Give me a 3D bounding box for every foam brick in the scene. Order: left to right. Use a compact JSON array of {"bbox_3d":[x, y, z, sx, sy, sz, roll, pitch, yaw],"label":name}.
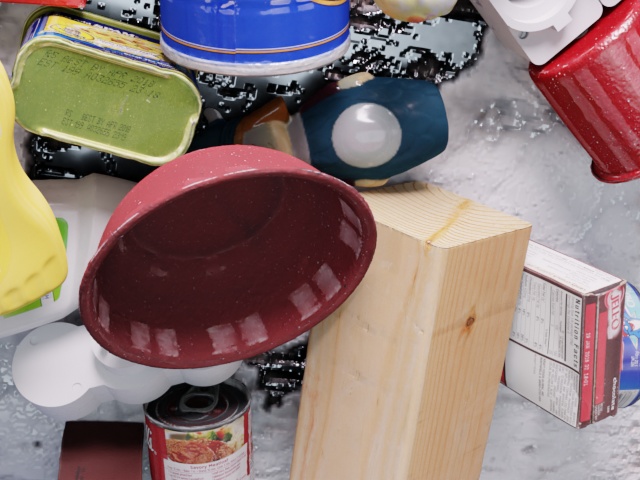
[{"bbox_3d":[-0.139,0.156,0.673,0.053,0.078,0.051,5,111,-10],"label":"foam brick"}]

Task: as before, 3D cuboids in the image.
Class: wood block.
[{"bbox_3d":[0.051,0.079,0.652,0.090,0.090,0.206,-13,119,-45],"label":"wood block"}]

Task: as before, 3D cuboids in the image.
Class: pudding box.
[{"bbox_3d":[0.135,0.051,0.660,0.039,0.114,0.090,-15,115,-30],"label":"pudding box"}]

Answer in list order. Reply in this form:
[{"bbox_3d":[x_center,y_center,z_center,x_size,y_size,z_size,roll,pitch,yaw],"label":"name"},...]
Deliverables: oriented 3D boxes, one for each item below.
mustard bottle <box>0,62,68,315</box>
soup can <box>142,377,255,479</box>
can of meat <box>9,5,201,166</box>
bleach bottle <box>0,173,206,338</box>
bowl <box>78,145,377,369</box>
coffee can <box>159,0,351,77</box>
[{"bbox_3d":[-0.192,-0.049,0.509,0.096,0.058,0.191,-16,124,-9],"label":"mustard bottle"},{"bbox_3d":[-0.076,0.145,0.685,0.068,0.068,0.102,-5,113,-8],"label":"soup can"},{"bbox_3d":[-0.116,-0.084,0.579,0.102,0.084,0.057,14,108,-15],"label":"can of meat"},{"bbox_3d":[-0.191,0.018,0.619,0.250,0.068,0.102,-7,113,-10],"label":"bleach bottle"},{"bbox_3d":[-0.054,0.001,0.574,0.162,0.055,0.162,-15,144,-11],"label":"bowl"},{"bbox_3d":[-0.034,-0.166,0.541,0.102,0.103,0.140,-5,120,-9],"label":"coffee can"}]
